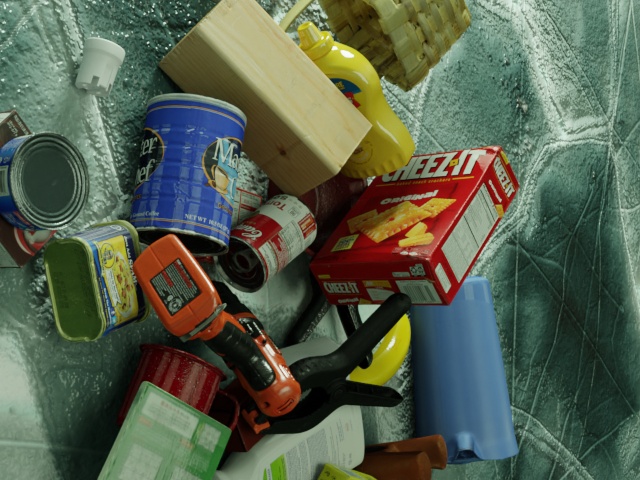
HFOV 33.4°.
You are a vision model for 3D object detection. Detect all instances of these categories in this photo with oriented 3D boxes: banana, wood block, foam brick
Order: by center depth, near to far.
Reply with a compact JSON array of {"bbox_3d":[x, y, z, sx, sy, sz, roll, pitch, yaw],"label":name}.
[{"bbox_3d":[-0.058,-0.155,1.136,0.206,0.091,0.090,46,52,-14],"label":"wood block"},{"bbox_3d":[-0.083,0.185,1.150,0.078,0.051,0.053,-35,111,-47],"label":"foam brick"},{"bbox_3d":[0.067,0.150,1.349,0.069,0.037,0.197,51,45,-5],"label":"banana"}]

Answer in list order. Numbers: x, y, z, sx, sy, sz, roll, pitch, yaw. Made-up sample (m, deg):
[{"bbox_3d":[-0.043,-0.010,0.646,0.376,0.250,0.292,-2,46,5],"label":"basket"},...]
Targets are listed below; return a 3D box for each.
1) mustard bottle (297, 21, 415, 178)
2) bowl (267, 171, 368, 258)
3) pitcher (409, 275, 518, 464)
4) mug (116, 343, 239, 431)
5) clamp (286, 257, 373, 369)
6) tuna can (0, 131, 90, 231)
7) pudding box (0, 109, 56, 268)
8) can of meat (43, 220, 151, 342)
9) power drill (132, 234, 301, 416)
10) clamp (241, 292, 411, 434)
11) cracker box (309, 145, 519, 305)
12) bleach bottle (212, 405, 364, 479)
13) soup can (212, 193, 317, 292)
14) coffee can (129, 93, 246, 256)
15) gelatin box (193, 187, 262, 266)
[{"bbox_3d":[0.026,-0.160,1.191,0.191,0.096,0.058,59,45,-29],"label":"mustard bottle"},{"bbox_3d":[-0.012,-0.053,1.257,0.161,0.055,0.162,7,81,-50],"label":"bowl"},{"bbox_3d":[0.184,0.173,1.427,0.144,0.149,0.243,-2,85,-35],"label":"pitcher"},{"bbox_3d":[-0.138,0.161,1.047,0.117,0.093,0.081,22,70,-8],"label":"mug"},{"bbox_3d":[0.011,0.067,1.284,0.120,0.039,0.171,10,71,-40],"label":"clamp"},{"bbox_3d":[-0.245,-0.051,0.931,0.085,0.034,0.086,5,83,-52],"label":"tuna can"},{"bbox_3d":[-0.278,-0.044,0.948,0.113,0.039,0.090,59,46,-29],"label":"pudding box"},{"bbox_3d":[-0.208,0.038,0.992,0.083,0.057,0.102,-26,107,-68],"label":"can of meat"},{"bbox_3d":[-0.104,0.071,1.036,0.057,0.185,0.187,-41,141,0],"label":"power drill"},{"bbox_3d":[0.014,0.143,1.139,0.209,0.036,0.165,-16,130,-30],"label":"clamp"},{"bbox_3d":[0.110,-0.018,1.226,0.213,0.164,0.072,-53,127,-38],"label":"cracker box"},{"bbox_3d":[-0.053,0.245,1.171,0.250,0.068,0.102,-19,105,-48],"label":"bleach bottle"},{"bbox_3d":[-0.057,0.001,1.137,0.102,0.069,0.068,-41,117,-43],"label":"soup can"},{"bbox_3d":[-0.134,-0.064,1.074,0.102,0.103,0.140,22,70,-47],"label":"coffee can"},{"bbox_3d":[-0.102,-0.015,1.165,0.073,0.030,0.089,18,73,-47],"label":"gelatin box"}]
